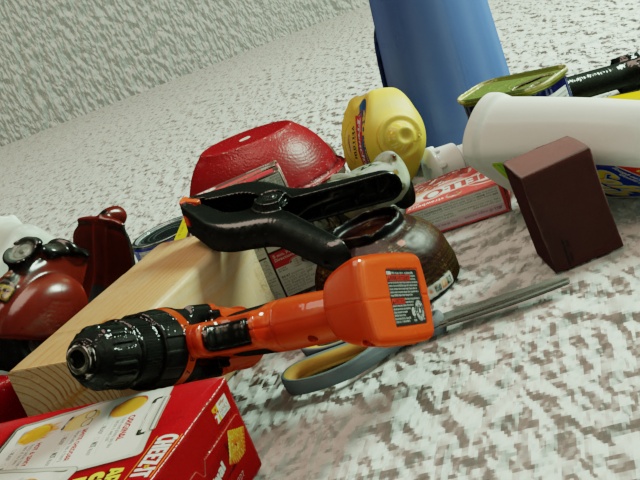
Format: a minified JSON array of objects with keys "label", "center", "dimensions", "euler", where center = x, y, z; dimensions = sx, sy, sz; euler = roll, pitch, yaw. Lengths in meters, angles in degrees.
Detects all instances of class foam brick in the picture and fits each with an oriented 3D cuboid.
[{"label":"foam brick","center":[0.169,-0.026,0.747],"dimensions":[0.053,0.078,0.051],"euler":[-23,18,3]}]

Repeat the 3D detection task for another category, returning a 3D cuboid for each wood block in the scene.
[{"label":"wood block","center":[-0.122,0.077,0.797],"dimensions":[0.091,0.090,0.205],"euler":[-13,19,29]}]

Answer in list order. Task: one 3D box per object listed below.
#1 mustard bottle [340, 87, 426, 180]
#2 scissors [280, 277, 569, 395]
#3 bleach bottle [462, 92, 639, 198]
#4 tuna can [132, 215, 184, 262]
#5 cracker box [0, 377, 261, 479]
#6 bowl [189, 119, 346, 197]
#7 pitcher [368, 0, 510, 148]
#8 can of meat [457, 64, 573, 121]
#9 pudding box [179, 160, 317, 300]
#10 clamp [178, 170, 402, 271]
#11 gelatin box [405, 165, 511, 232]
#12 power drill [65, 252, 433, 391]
[{"label":"mustard bottle","center":[0.062,-0.098,1.031],"dimensions":[0.058,0.096,0.192],"euler":[-6,4,-7]},{"label":"scissors","center":[0.065,0.055,0.742],"dimensions":[0.201,0.016,0.096],"euler":[-23,16,-1]},{"label":"bleach bottle","center":[0.221,-0.069,0.777],"dimensions":[0.251,0.102,0.068],"euler":[7,72,58]},{"label":"tuna can","center":[-0.165,0.003,1.185],"dimensions":[0.086,0.034,0.086],"euler":[-21,16,6]},{"label":"cracker box","center":[-0.160,0.164,0.606],"dimensions":[0.214,0.072,0.164],"euler":[-14,19,25]},{"label":"bowl","center":[-0.060,-0.071,1.003],"dimensions":[0.162,0.055,0.162],"euler":[-19,15,5]},{"label":"pitcher","center":[0.113,-0.209,1.103],"dimensions":[0.149,0.243,0.145],"euler":[-13,16,17]},{"label":"can of meat","center":[0.184,-0.104,0.958],"dimensions":[0.102,0.084,0.057],"euler":[-4,24,48]},{"label":"pudding box","center":[-0.056,0.001,0.901],"dimensions":[0.090,0.113,0.039],"euler":[-23,18,0]},{"label":"clamp","center":[-0.032,-0.013,0.793],"dimensions":[0.172,0.039,0.120],"euler":[-5,23,19]},{"label":"gelatin box","center":[0.121,-0.038,0.933],"dimensions":[0.089,0.030,0.073],"euler":[-19,18,16]},{"label":"power drill","center":[-0.038,0.053,0.662],"dimensions":[0.188,0.057,0.184],"euler":[-13,-5,28]}]
